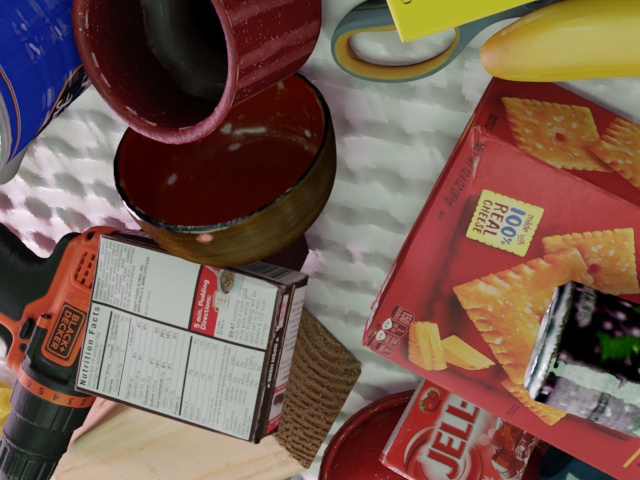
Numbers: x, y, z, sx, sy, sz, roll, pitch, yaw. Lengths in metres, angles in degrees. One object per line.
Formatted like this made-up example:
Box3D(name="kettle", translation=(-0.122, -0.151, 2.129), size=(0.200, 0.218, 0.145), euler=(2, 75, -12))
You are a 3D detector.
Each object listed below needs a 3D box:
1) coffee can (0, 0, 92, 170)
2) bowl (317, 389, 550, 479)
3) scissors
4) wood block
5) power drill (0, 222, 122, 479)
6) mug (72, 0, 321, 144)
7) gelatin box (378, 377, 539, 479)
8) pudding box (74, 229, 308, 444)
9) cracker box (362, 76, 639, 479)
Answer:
Box3D(name="coffee can", translation=(-0.157, -0.103, 0.518), size=(0.103, 0.140, 0.103), euler=(15, 133, 17))
Box3D(name="bowl", translation=(0.071, 0.175, 0.654), size=(0.162, 0.055, 0.162), euler=(4, 110, 11))
Box3D(name="scissors", translation=(0.081, -0.123, 0.461), size=(0.202, 0.016, 0.096), euler=(-14, 119, 36))
Box3D(name="wood block", translation=(-0.083, 0.116, 0.701), size=(0.090, 0.090, 0.207), euler=(46, 134, -13))
Box3D(name="power drill", translation=(-0.221, 0.049, 0.692), size=(0.188, 0.057, 0.184), euler=(26, 97, 8))
Box3D(name="mug", translation=(-0.046, -0.108, 0.486), size=(0.093, 0.081, 0.117), euler=(47, 132, 5))
Box3D(name="gelatin box", translation=(0.085, 0.104, 0.602), size=(0.073, 0.089, 0.030), euler=(29, 171, 4))
Box3D(name="pudding box", translation=(-0.070, 0.050, 0.572), size=(0.114, 0.039, 0.090), euler=(14, 99, 20))
Box3D(name="cracker box", translation=(0.144, 0.034, 0.520), size=(0.214, 0.072, 0.164), euler=(28, 135, 4))
